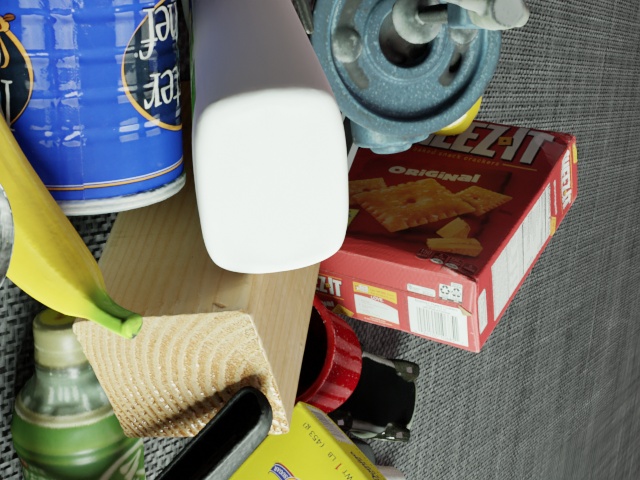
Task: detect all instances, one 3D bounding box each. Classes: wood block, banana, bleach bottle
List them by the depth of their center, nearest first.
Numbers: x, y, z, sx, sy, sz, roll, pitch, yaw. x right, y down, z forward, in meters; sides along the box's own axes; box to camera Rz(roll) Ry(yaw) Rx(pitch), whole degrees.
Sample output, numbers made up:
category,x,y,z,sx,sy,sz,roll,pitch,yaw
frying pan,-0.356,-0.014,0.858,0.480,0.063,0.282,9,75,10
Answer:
category,x,y,z,sx,sy,sz,roll,pitch,yaw
banana,-0.138,-0.044,0.437,0.198,0.070,0.037,62,39,-19
bleach bottle,-0.041,-0.099,0.560,0.251,0.068,0.102,-106,-169,-51
wood block,-0.054,0.000,0.593,0.206,0.091,0.090,-79,160,-48

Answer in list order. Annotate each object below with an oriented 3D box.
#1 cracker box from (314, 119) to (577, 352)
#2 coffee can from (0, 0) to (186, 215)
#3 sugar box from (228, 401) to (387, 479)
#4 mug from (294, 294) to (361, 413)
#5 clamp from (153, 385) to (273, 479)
category,x,y,z,sx,sy,sz,roll,pitch,yaw
cracker box,0.089,-0.020,0.838,0.213,0.164,0.072,-48,141,-42
coffee can,-0.117,-0.093,0.503,0.102,0.103,0.140,-29,125,-54
sugar box,-0.037,0.200,0.693,0.176,0.093,0.048,-48,150,4
mug,-0.023,0.071,0.765,0.081,0.093,0.117,35,33,-64
clamp,-0.120,0.159,0.523,0.164,0.036,0.210,-2,128,-27
